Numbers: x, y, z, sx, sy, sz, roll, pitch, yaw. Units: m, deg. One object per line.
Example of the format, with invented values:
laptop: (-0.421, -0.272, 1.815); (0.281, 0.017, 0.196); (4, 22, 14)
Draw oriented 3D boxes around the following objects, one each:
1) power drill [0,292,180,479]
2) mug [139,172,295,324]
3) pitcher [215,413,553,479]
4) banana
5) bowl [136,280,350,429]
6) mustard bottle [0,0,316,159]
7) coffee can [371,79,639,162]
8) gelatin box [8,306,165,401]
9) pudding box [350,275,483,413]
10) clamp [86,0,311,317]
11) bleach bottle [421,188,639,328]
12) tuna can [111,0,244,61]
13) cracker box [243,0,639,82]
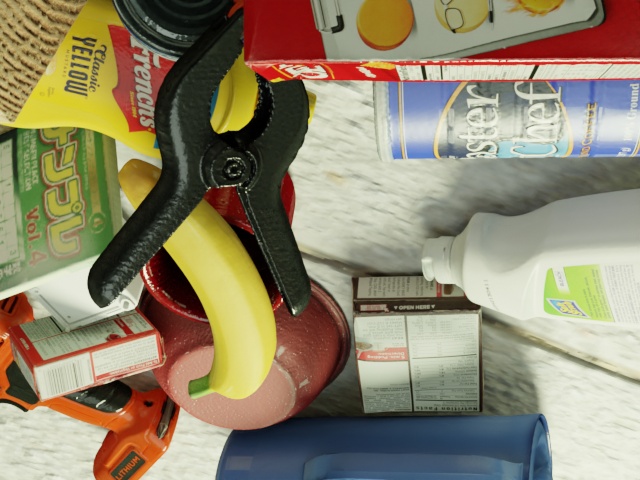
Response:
power drill: (-0.218, 0.131, 0.829); (0.187, 0.057, 0.185); (30, 129, -19)
mug: (-0.054, 0.001, 0.671); (0.093, 0.081, 0.117); (-16, 128, 21)
pitcher: (0.046, 0.186, 0.783); (0.243, 0.144, 0.149); (-1, 111, 19)
banana: (-0.063, 0.034, 0.620); (0.069, 0.037, 0.198); (-2, 132, 7)
bowl: (-0.060, 0.087, 0.769); (0.162, 0.055, 0.162); (4, 132, 4)
mustard bottle: (-0.097, -0.096, 0.602); (0.191, 0.058, 0.096); (13, 111, -5)
coffee can: (0.100, -0.093, 0.550); (0.140, 0.102, 0.103); (0, 132, 8)
gelatin box: (-0.160, 0.072, 0.731); (0.089, 0.073, 0.030); (-15, 113, -25)
pudding box: (0.069, 0.075, 0.751); (0.090, 0.039, 0.113); (-2, 134, 7)
clamp: (-0.041, -0.034, 0.548); (0.120, 0.039, 0.171); (11, 108, -31)
bleach bottle: (0.179, 0.008, 0.634); (0.251, 0.068, 0.102); (1, 137, 28)
tuna can: (-0.067, -0.135, 0.550); (0.086, 0.034, 0.086); (-1, 96, -6)
cracker box: (0.078, -0.153, 0.466); (0.214, 0.072, 0.164); (1, 90, 8)
